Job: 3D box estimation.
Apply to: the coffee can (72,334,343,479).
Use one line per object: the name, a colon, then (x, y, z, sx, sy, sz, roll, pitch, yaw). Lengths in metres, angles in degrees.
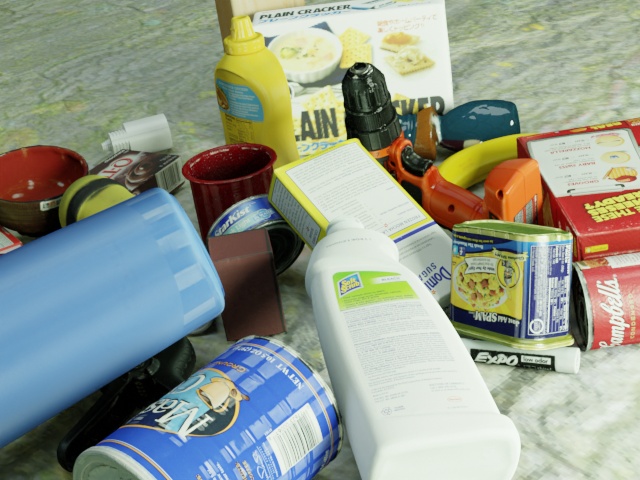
coffee can: (-0.068, 0.137, 0.670, 0.103, 0.103, 0.140, 14, 35, 38)

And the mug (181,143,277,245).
mug: (-0.090, -0.043, 1.050, 0.093, 0.081, 0.117, -28, 33, -33)

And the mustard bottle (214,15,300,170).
mustard bottle: (-0.068, -0.138, 1.106, 0.058, 0.191, 0.096, -26, 32, -31)

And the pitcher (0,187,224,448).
pitcher: (-0.199, 0.062, 0.789, 0.242, 0.145, 0.149, -28, 35, -12)

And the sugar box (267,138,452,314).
sugar box: (0.044, -0.003, 0.893, 0.093, 0.048, 0.176, -25, 63, -29)

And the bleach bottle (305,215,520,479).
bleach bottle: (0.051, 0.066, 0.750, 0.102, 0.068, 0.251, -5, 39, -10)

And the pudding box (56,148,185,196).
pudding box: (-0.216, -0.058, 1.165, 0.090, 0.039, 0.113, 10, 33, 32)

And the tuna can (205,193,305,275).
tuna can: (-0.056, 0.001, 0.947, 0.086, 0.086, 0.034, -20, 54, -21)

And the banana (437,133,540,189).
banana: (0.177, -0.074, 1.085, 0.197, 0.037, 0.070, -24, 53, -23)

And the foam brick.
foam brick: (-0.062, 0.037, 0.893, 0.051, 0.078, 0.053, -11, 25, -4)

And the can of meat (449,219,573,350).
can of meat: (0.142, 0.031, 0.806, 0.057, 0.084, 0.102, -5, 9, -34)

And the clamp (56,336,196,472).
clamp: (-0.143, 0.114, 0.812, 0.120, 0.039, 0.171, -13, 23, -10)

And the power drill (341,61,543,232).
power drill: (0.102, -0.061, 0.938, 0.188, 0.184, 0.057, 27, 59, 36)

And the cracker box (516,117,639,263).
cracker box: (0.276, -0.036, 0.938, 0.164, 0.072, 0.213, -9, 28, 1)

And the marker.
marker: (0.133, 0.084, 0.804, 0.121, 0.020, 0.020, 4, 30, 23)
